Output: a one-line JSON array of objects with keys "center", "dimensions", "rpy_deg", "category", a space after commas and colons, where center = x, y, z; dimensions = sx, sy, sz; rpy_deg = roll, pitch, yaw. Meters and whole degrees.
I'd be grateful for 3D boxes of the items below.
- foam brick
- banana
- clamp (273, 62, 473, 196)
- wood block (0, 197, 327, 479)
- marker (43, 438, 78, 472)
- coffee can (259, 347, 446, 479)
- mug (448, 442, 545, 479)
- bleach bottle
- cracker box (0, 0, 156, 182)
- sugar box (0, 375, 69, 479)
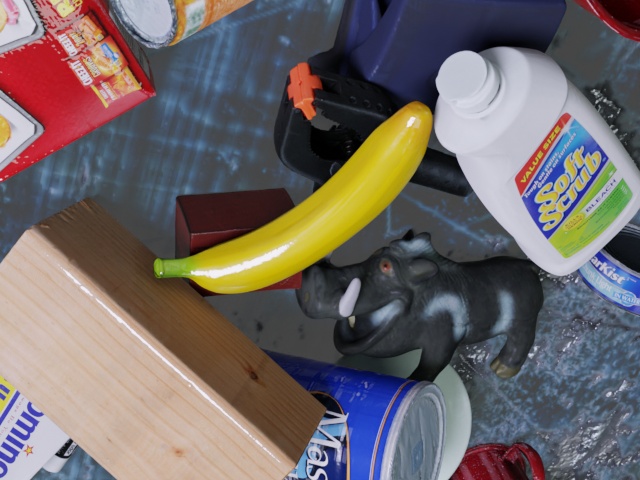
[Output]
[{"center": [-0.055, 0.001, 0.714], "dimensions": [0.078, 0.051, 0.053], "rpy_deg": [-4, 122, -16], "category": "foam brick"}, {"center": [-0.005, -0.015, 0.643], "dimensions": [0.198, 0.037, 0.069], "rpy_deg": [-32, 157, 19], "category": "banana"}, {"center": [0.014, -0.050, 0.678], "dimensions": [0.120, 0.039, 0.171], "rpy_deg": [-30, 142, 20], "category": "clamp"}, {"center": [-0.108, 0.080, 0.662], "dimensions": [0.206, 0.090, 0.090], "rpy_deg": [42, 110, 0], "category": "wood block"}, {"center": [-0.166, 0.121, 0.776], "dimensions": [0.020, 0.020, 0.121], "rpy_deg": [28, 110, -31], "category": "marker"}, {"center": [0.005, 0.137, 0.750], "dimensions": [0.140, 0.102, 0.103], "rpy_deg": [9, 130, 26], "category": "coffee can"}, {"center": [0.155, 0.226, 0.910], "dimensions": [0.093, 0.081, 0.117], "rpy_deg": [18, 115, -27], "category": "mug"}, {"center": [0.129, -0.052, 0.669], "dimensions": [0.103, 0.068, 0.250], "rpy_deg": [-45, 149, 12], "category": "bleach bottle"}, {"center": [-0.223, -0.104, 0.578], "dimensions": [0.214, 0.072, 0.164], "rpy_deg": [-29, 125, 3], "category": "cracker box"}, {"center": [-0.239, 0.089, 0.703], "dimensions": [0.093, 0.048, 0.176], "rpy_deg": [-48, 123, -6], "category": "sugar box"}]
